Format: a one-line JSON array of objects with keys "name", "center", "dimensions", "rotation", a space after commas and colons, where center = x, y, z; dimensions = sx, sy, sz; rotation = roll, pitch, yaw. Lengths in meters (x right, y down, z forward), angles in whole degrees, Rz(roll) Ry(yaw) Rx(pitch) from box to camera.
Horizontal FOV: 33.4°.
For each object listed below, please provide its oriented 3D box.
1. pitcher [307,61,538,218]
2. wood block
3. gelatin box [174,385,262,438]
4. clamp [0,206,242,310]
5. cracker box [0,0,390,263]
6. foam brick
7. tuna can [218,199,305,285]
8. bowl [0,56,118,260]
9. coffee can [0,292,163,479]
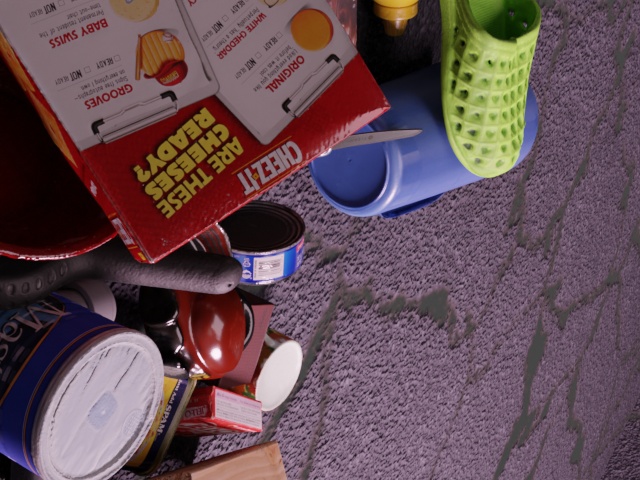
[{"name": "pitcher", "center": [0.095, -0.095, 1.042], "dimensions": [0.242, 0.145, 0.149], "rotation": [-24, 102, -47]}, {"name": "wood block", "center": [-0.097, 0.231, 0.886], "dimensions": [0.206, 0.090, 0.091], "rotation": [13, 59, -74]}, {"name": "gelatin box", "center": [-0.101, 0.149, 0.911], "dimensions": [0.089, 0.073, 0.030], "rotation": [33, 51, -61]}, {"name": "clamp", "center": [-0.175, -0.006, 0.669], "dimensions": [0.209, 0.165, 0.036], "rotation": [-10, 130, -31]}, {"name": "cracker box", "center": [-0.089, -0.119, 0.594], "dimensions": [0.164, 0.072, 0.213], "rotation": [-34, 98, -14]}, {"name": "foam brick", "center": [-0.083, 0.082, 0.924], "dimensions": [0.052, 0.051, 0.078], "rotation": [4, 105, -61]}, {"name": "tuna can", "center": [-0.056, 0.001, 0.882], "dimensions": [0.086, 0.086, 0.034], "rotation": [-34, 137, -46]}, {"name": "bowl", "center": [-0.181, -0.060, 0.619], "dimensions": [0.161, 0.055, 0.162], "rotation": [15, 65, -35]}, {"name": "coffee can", "center": [-0.183, 0.079, 0.663], "dimensions": [0.102, 0.140, 0.103], "rotation": [-37, 138, -43]}]
